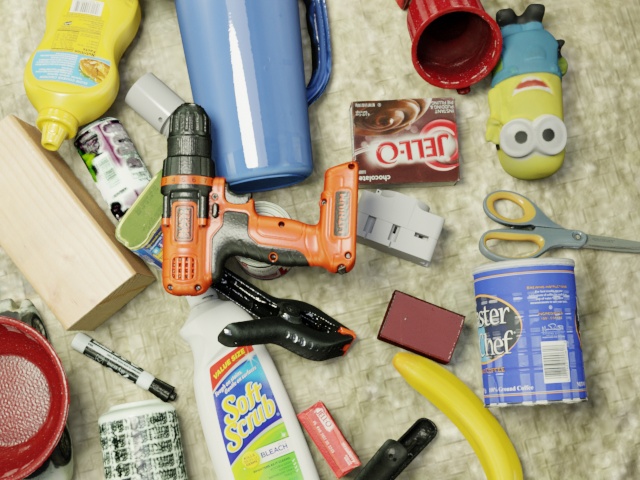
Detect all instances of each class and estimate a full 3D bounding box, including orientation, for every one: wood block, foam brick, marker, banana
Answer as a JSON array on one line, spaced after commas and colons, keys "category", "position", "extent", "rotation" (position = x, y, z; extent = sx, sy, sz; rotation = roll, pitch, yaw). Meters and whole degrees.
[{"category": "wood block", "position": [-0.272, -0.016, 1.083], "extent": [0.090, 0.091, 0.206], "rotation": [-39, 83, 0]}, {"category": "foam brick", "position": [0.102, 0.089, 1.090], "extent": [0.078, 0.053, 0.051], "rotation": [21, 82, 3]}, {"category": "marker", "position": [-0.201, 0.132, 1.100], "extent": [0.121, 0.020, 0.020], "rotation": [30, 82, 4]}, {"category": "banana", "position": [0.148, 0.187, 1.072], "extent": [0.037, 0.069, 0.198], "rotation": [-43, 74, 36]}]

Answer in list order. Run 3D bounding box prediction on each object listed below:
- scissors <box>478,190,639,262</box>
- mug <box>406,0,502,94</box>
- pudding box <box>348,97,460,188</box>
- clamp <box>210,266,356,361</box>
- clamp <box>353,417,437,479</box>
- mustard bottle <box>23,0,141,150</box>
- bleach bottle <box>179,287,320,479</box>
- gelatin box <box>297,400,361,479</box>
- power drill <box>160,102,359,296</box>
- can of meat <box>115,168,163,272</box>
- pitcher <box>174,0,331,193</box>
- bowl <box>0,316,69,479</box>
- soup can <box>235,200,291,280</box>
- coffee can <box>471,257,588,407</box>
[{"category": "scissors", "position": [0.255, -0.017, 1.122], "extent": [0.201, 0.016, 0.096], "rotation": [-7, 60, -16]}, {"category": "mug", "position": [0.137, -0.208, 1.111], "extent": [0.093, 0.117, 0.081], "rotation": [-17, 37, 8]}, {"category": "pudding box", "position": [0.088, -0.102, 1.125], "extent": [0.113, 0.039, 0.090], "rotation": [-3, 82, 0]}, {"category": "clamp", "position": [-0.045, 0.075, 1.072], "extent": [0.039, 0.171, 0.120], "rotation": [-51, 41, 26]}, {"category": "clamp", "position": [0.029, 0.254, 1.025], "extent": [0.036, 0.164, 0.210], "rotation": [43, 93, 14]}, {"category": "mustard bottle", "position": [-0.252, -0.177, 1.100], "extent": [0.096, 0.058, 0.191], "rotation": [9, 63, 2]}, {"category": "bleach bottle", "position": [-0.085, 0.164, 1.074], "extent": [0.102, 0.068, 0.251], "rotation": [-22, 80, -9]}, {"category": "gelatin box", "position": [0.008, 0.195, 1.055], "extent": [0.030, 0.089, 0.073], "rotation": [-32, 83, -5]}, {"category": "power drill", "position": [-0.057, -0.038, 1.003], "extent": [0.187, 0.057, 0.184], "rotation": [1, 85, 3]}, {"category": "can of meat", "position": [-0.146, -0.016, 1.082], "extent": [0.058, 0.083, 0.102], "rotation": [29, 81, 43]}, {"category": "pitcher", "position": [-0.067, -0.177, 1.101], "extent": [0.149, 0.145, 0.243], "rotation": [-9, 85, 11]}, {"category": "bowl", "position": [-0.310, 0.154, 1.023], "extent": [0.162, 0.055, 0.162], "rotation": [-1, 83, 7]}, {"category": "soup can", "position": [-0.057, 0.001, 1.078], "extent": [0.068, 0.102, 0.068], "rotation": [0, 82, 0]}, {"category": "coffee can", "position": [0.208, 0.093, 1.064], "extent": [0.103, 0.103, 0.140], "rotation": [-4, 81, -1]}]
